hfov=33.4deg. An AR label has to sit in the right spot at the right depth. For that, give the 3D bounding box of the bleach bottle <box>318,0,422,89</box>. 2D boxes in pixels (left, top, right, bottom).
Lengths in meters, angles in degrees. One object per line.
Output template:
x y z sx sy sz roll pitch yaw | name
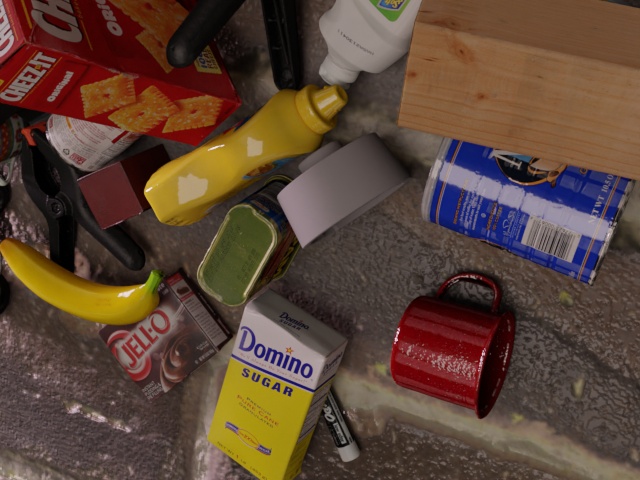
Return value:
0.061 -0.230 0.821 0.102 0.068 0.251 38 122 11 | bleach bottle

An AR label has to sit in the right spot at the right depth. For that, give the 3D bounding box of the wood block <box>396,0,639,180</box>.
0.168 -0.117 0.764 0.206 0.090 0.090 13 134 7 | wood block

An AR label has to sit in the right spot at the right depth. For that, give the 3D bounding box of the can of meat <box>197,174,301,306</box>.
-0.056 0.001 0.943 0.057 0.083 0.102 34 118 9 | can of meat

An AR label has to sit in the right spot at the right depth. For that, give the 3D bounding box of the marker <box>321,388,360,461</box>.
0.006 0.152 1.007 0.020 0.020 0.121 -19 100 28 | marker

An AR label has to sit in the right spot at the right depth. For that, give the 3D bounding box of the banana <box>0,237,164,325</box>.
-0.226 0.043 1.025 0.198 0.037 0.070 9 106 25 | banana

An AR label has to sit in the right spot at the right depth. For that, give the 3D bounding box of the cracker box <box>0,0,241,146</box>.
-0.178 -0.172 0.833 0.072 0.213 0.164 -38 63 28 | cracker box

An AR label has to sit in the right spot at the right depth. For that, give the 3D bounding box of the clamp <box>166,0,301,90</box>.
-0.039 -0.218 0.850 0.036 0.164 0.210 20 93 29 | clamp

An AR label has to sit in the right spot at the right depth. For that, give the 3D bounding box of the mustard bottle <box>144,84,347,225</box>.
-0.056 -0.078 0.905 0.192 0.096 0.058 -28 91 30 | mustard bottle

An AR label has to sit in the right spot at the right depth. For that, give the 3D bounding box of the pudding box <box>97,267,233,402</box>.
-0.152 0.093 1.044 0.114 0.039 0.090 -38 89 29 | pudding box

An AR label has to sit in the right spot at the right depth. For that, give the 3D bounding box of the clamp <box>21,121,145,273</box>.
-0.236 -0.033 1.036 0.120 0.039 0.171 -7 109 25 | clamp

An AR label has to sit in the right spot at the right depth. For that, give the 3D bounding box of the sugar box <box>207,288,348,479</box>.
-0.044 0.141 0.993 0.093 0.048 0.176 31 128 20 | sugar box

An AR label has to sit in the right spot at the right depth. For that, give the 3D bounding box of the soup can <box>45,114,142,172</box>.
-0.193 -0.115 0.971 0.102 0.068 0.068 -33 93 30 | soup can

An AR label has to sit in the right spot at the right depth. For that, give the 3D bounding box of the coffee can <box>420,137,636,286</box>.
0.162 -0.038 0.821 0.140 0.102 0.103 22 116 15 | coffee can

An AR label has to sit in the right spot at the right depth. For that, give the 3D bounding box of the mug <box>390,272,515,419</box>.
0.114 0.083 0.902 0.082 0.093 0.117 15 83 24 | mug

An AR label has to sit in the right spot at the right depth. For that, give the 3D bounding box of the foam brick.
-0.172 -0.050 0.980 0.053 0.078 0.051 -20 98 28 | foam brick
